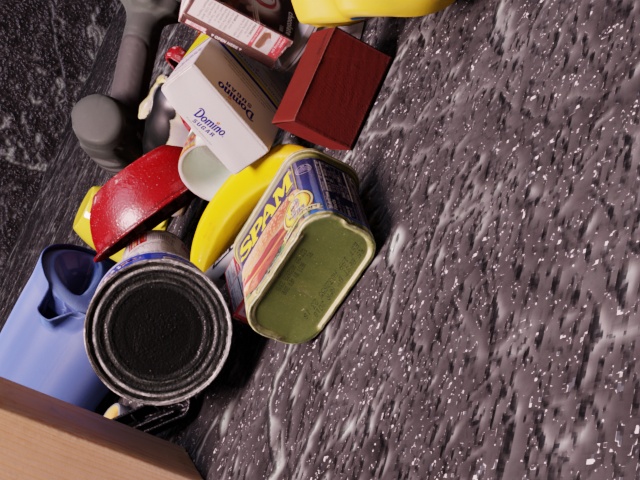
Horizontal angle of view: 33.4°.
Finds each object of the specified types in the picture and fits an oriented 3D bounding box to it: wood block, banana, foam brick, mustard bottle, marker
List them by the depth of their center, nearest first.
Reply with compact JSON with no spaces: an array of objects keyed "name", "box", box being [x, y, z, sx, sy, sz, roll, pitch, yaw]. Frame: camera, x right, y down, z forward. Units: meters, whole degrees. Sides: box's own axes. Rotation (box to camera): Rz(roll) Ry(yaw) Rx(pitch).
[{"name":"mustard bottle","box":[0.049,-0.180,0.721,0.192,0.096,0.058,-155,47,-70]},{"name":"wood block","box":[-0.199,0.162,0.750,0.091,0.206,0.090,-65,19,-1]},{"name":"foam brick","box":[0.008,-0.111,0.789,0.078,0.051,0.053,-66,20,-3]},{"name":"marker","box":[-0.056,0.001,0.853,0.121,0.020,0.020,-43,28,38]},{"name":"banana","box":[-0.064,-0.025,0.898,0.198,0.037,0.070,-53,51,36]}]

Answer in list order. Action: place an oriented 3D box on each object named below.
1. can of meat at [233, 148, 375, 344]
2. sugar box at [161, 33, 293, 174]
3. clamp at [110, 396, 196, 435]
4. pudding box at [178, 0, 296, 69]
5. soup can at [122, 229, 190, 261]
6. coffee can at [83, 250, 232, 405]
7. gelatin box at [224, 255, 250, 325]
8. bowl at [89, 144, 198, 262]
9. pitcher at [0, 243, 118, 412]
[{"name":"can of meat","box":[-0.011,0.005,0.690,0.102,0.057,0.084,-56,23,23]},{"name":"sugar box","box":[-0.069,-0.136,0.897,0.048,0.093,0.176,-31,20,28]},{"name":"clamp","box":[-0.188,0.168,0.885,0.210,0.164,0.036,104,163,-58]},{"name":"pudding box","box":[-0.064,-0.202,0.872,0.039,0.090,0.113,-49,25,40]},{"name":"soup can","box":[-0.153,0.039,0.991,0.068,0.068,0.102,-58,19,17]},{"name":"coffee can","box":[-0.123,0.061,0.802,0.103,0.102,0.140,-65,9,-3]},{"name":"gelatin box","box":[-0.036,0.011,0.783,0.089,0.030,0.073,-59,21,16]},{"name":"bowl","box":[-0.170,-0.046,1.049,0.162,0.055,0.162,-36,2,1]},{"name":"pitcher","box":[-0.270,0.132,1.084,0.243,0.149,0.145,-55,33,18]}]
